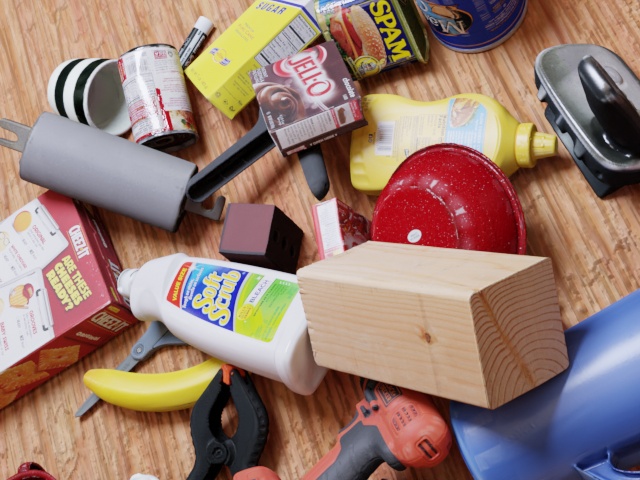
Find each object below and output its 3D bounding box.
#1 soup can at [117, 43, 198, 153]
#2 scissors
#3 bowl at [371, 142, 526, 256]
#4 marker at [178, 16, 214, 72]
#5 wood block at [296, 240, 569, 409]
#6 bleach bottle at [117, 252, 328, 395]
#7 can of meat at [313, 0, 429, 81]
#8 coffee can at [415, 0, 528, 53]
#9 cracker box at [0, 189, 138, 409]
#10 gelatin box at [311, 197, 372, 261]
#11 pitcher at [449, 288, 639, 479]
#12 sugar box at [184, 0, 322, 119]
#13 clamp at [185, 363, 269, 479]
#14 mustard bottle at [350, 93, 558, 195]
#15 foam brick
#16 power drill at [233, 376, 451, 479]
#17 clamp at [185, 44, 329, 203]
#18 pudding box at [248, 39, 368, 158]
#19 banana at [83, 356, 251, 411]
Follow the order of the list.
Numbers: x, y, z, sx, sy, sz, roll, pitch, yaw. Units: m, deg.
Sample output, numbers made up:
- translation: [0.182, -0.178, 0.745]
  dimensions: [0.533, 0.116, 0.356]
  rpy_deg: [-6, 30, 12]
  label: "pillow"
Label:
- translation: [-0.174, -0.150, 1.139]
  dimensions: [0.069, 0.068, 0.102]
  rpy_deg: [-17, 79, 17]
  label: "soup can"
- translation: [-0.163, 0.115, 1.078]
  dimensions: [0.096, 0.016, 0.201]
  rpy_deg: [29, 85, 30]
  label: "scissors"
- translation: [0.099, -0.004, 0.942]
  dimensions: [0.162, 0.055, 0.162]
  rpy_deg: [7, 101, 41]
  label: "bowl"
- translation: [-0.158, -0.195, 1.190]
  dimensions: [0.020, 0.020, 0.121]
  rpy_deg: [28, 84, 30]
  label: "marker"
- translation: [0.082, 0.061, 0.849]
  dimensions: [0.206, 0.090, 0.091]
  rpy_deg: [6, 113, 53]
  label: "wood block"
- translation: [-0.098, 0.067, 1.005]
  dimensions: [0.251, 0.068, 0.102]
  rpy_deg: [10, 57, 35]
  label: "bleach bottle"
- translation: [0.051, -0.214, 1.058]
  dimensions: [0.084, 0.102, 0.057]
  rpy_deg: [-14, 38, 21]
  label: "can of meat"
- translation: [0.132, -0.257, 1.015]
  dimensions: [0.103, 0.140, 0.103]
  rpy_deg: [-8, 68, 21]
  label: "coffee can"
- translation: [-0.315, 0.065, 1.132]
  dimensions: [0.214, 0.072, 0.164]
  rpy_deg: [-32, 62, 9]
  label: "cracker box"
- translation: [0.029, 0.009, 0.990]
  dimensions: [0.030, 0.089, 0.073]
  rpy_deg: [-19, 65, 23]
  label: "gelatin box"
- translation: [0.230, 0.126, 0.833]
  dimensions: [0.243, 0.149, 0.145]
  rpy_deg: [-30, 82, 15]
  label: "pitcher"
- translation: [-0.057, -0.213, 1.121]
  dimensions: [0.176, 0.048, 0.093]
  rpy_deg: [-46, 35, 4]
  label: "sugar box"
- translation: [-0.078, 0.203, 0.984]
  dimensions: [0.120, 0.039, 0.171]
  rpy_deg: [11, 91, 19]
  label: "clamp"
- translation: [0.126, -0.089, 1.001]
  dimensions: [0.192, 0.058, 0.096]
  rpy_deg: [2, 79, 25]
  label: "mustard bottle"
- translation: [-0.057, 0.001, 1.038]
  dimensions: [0.051, 0.078, 0.053]
  rpy_deg: [3, 73, 22]
  label: "foam brick"
- translation: [0.013, 0.174, 0.909]
  dimensions: [0.188, 0.057, 0.184]
  rpy_deg: [-42, 20, 4]
  label: "power drill"
- translation: [-0.024, -0.113, 1.052]
  dimensions: [0.165, 0.036, 0.209]
  rpy_deg: [8, 55, 38]
  label: "clamp"
- translation: [-0.012, -0.136, 1.012]
  dimensions: [0.090, 0.039, 0.113]
  rpy_deg: [-22, 43, 2]
  label: "pudding box"
- translation: [-0.138, 0.133, 1.044]
  dimensions: [0.198, 0.037, 0.069]
  rpy_deg: [-19, 57, 9]
  label: "banana"
